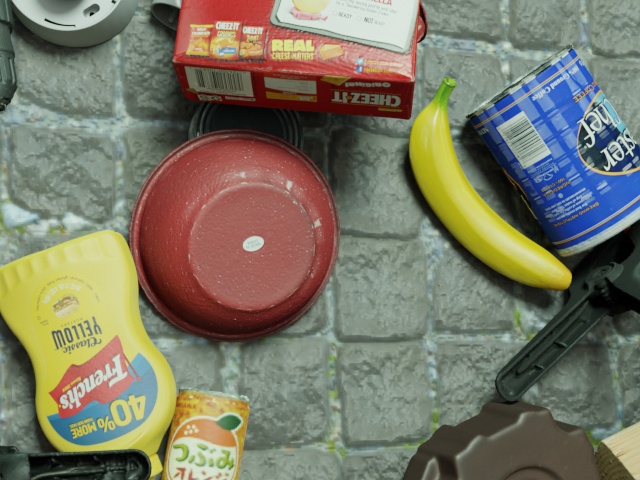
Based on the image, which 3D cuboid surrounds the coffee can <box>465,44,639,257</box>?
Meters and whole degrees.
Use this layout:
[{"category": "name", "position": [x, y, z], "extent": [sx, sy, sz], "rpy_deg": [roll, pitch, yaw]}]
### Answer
[{"category": "coffee can", "position": [0.199, -0.072, 0.868], "extent": [0.102, 0.103, 0.140], "rpy_deg": [-36, 93, -20]}]

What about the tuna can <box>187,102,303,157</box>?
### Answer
[{"category": "tuna can", "position": [-0.058, -0.079, 0.820], "extent": [0.086, 0.034, 0.086], "rpy_deg": [3, 80, -18]}]

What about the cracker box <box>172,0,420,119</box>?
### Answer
[{"category": "cracker box", "position": [-0.007, -0.199, 0.762], "extent": [0.164, 0.072, 0.213], "rpy_deg": [5, 71, 3]}]

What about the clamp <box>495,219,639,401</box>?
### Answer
[{"category": "clamp", "position": [0.223, 0.046, 0.852], "extent": [0.036, 0.165, 0.209], "rpy_deg": [53, 32, -11]}]

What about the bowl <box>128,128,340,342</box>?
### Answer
[{"category": "bowl", "position": [-0.055, 0.001, 0.774], "extent": [0.162, 0.055, 0.162], "rpy_deg": [-2, 99, -16]}]

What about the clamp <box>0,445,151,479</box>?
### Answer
[{"category": "clamp", "position": [-0.207, 0.147, 0.672], "extent": [0.172, 0.120, 0.039], "rpy_deg": [-9, 72, 20]}]

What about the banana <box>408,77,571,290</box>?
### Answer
[{"category": "banana", "position": [0.125, -0.031, 0.859], "extent": [0.198, 0.070, 0.037], "rpy_deg": [56, 37, -10]}]

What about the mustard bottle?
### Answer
[{"category": "mustard bottle", "position": [-0.154, 0.096, 0.743], "extent": [0.096, 0.058, 0.191], "rpy_deg": [-20, 87, -2]}]
